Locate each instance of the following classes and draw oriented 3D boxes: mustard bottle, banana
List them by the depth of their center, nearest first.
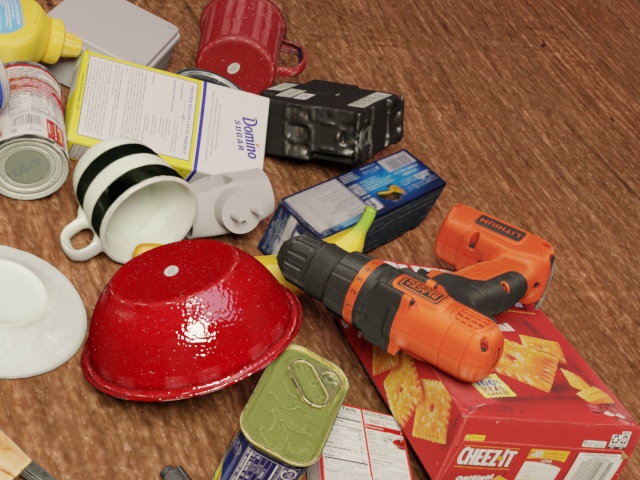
[{"bbox_3d":[-0.049,0.018,0.863,0.197,0.069,0.037,-11,17,-8],"label":"banana"},{"bbox_3d":[-0.297,-0.186,0.908,0.191,0.058,0.096,9,36,-31],"label":"mustard bottle"}]

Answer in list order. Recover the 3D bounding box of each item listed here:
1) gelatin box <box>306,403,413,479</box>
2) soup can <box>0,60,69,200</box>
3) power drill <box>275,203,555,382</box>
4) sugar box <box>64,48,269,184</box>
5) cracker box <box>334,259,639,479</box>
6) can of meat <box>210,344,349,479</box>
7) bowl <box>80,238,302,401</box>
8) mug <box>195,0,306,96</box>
[{"bbox_3d":[0.027,0.161,0.777,0.073,0.030,0.089,15,35,-17],"label":"gelatin box"},{"bbox_3d":[-0.244,-0.091,0.878,0.068,0.069,0.102,8,41,-26],"label":"soup can"},{"bbox_3d":[0.083,0.027,0.817,0.185,0.057,0.187,29,32,25],"label":"power drill"},{"bbox_3d":[-0.137,-0.101,0.954,0.176,0.048,0.093,14,67,-22],"label":"sugar box"},{"bbox_3d":[0.126,0.100,0.847,0.164,0.072,0.214,8,28,-26],"label":"cracker box"},{"bbox_3d":[-0.031,0.135,0.726,0.057,0.084,0.102,28,36,0],"label":"can of meat"},{"bbox_3d":[-0.097,0.044,0.752,0.162,0.055,0.162,-10,27,5],"label":"bowl"},{"bbox_3d":[-0.072,-0.193,1.095,0.117,0.093,0.081,13,43,-8],"label":"mug"}]
